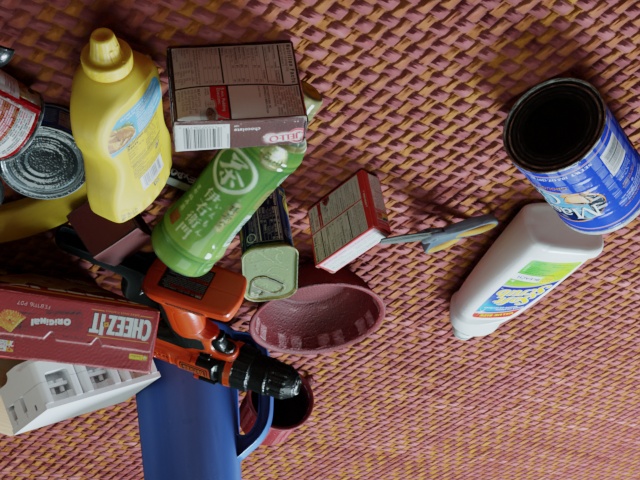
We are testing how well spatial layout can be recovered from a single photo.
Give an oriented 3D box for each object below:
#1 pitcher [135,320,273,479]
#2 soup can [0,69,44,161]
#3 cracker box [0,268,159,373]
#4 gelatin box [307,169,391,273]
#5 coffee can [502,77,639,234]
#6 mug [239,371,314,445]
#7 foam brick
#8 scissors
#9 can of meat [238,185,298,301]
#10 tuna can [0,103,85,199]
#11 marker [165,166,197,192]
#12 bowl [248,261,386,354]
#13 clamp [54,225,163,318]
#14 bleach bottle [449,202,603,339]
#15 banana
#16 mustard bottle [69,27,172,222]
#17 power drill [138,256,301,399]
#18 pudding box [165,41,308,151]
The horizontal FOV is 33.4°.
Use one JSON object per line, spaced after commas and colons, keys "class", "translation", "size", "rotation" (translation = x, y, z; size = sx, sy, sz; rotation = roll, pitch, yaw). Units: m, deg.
{"class": "pitcher", "translation": [-0.145, 0.222, 1.268], "size": [0.144, 0.243, 0.149], "rotation": [12, 147, -35]}
{"class": "soup can", "translation": [-0.289, -0.117, 0.878], "size": [0.069, 0.068, 0.102], "rotation": [-29, 142, 26]}
{"class": "cracker box", "translation": [-0.275, 0.076, 1.075], "size": [0.164, 0.072, 0.214], "rotation": [10, 179, -28]}
{"class": "gelatin box", "translation": [0.028, -0.019, 1.106], "size": [0.030, 0.073, 0.089], "rotation": [21, 136, -38]}
{"class": "coffee can", "translation": [0.253, -0.080, 1.046], "size": [0.103, 0.103, 0.140], "rotation": [-26, 144, 22]}
{"class": "mug", "translation": [-0.056, 0.221, 1.447], "size": [0.117, 0.093, 0.082], "rotation": [-35, 166, -33]}
{"class": "foam brick", "translation": [-0.202, -0.013, 1.036], "size": [0.053, 0.051, 0.078], "rotation": [-34, 172, -1]}
{"class": "scissors", "translation": [0.110, 0.001, 1.149], "size": [0.201, 0.016, 0.096], "rotation": [-12, 166, -39]}
{"class": "can of meat", "translation": [-0.057, 0.001, 1.104], "size": [0.057, 0.084, 0.102], "rotation": [-6, 147, -6]}
{"class": "tuna can", "translation": [-0.248, -0.079, 0.960], "size": [0.086, 0.034, 0.086], "rotation": [-4, 133, -5]}
{"class": "marker", "translation": [-0.138, -0.059, 1.049], "size": [0.120, 0.020, 0.020], "rotation": [23, 135, -40]}
{"class": "bowl", "translation": [-0.007, 0.072, 1.251], "size": [0.162, 0.055, 0.162], "rotation": [-7, 147, -5]}
{"class": "clamp", "translation": [-0.169, 0.028, 1.157], "size": [0.164, 0.036, 0.210], "rotation": [-13, 146, 9]}
{"class": "bleach bottle", "translation": [0.229, 0.050, 1.277], "size": [0.102, 0.068, 0.251], "rotation": [4, 147, -19]}
{"class": "banana", "translation": [-0.285, -0.033, 1.034], "size": [0.198, 0.037, 0.069], "rotation": [-13, 146, 5]}
{"class": "mustard bottle", "translation": [-0.171, -0.105, 0.906], "size": [0.058, 0.096, 0.192], "rotation": [25, 149, 15]}
{"class": "power drill", "translation": [-0.110, 0.097, 1.133], "size": [0.184, 0.057, 0.188], "rotation": [16, 147, 12]}
{"class": "pudding box", "translation": [-0.072, -0.123, 0.906], "size": [0.113, 0.090, 0.039], "rotation": [-3, 145, -9]}
